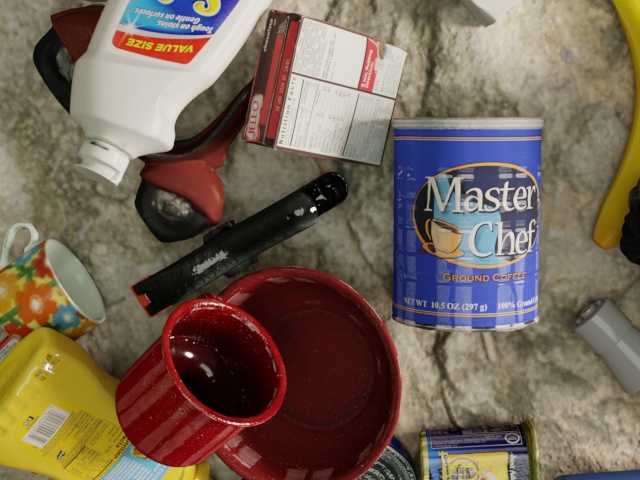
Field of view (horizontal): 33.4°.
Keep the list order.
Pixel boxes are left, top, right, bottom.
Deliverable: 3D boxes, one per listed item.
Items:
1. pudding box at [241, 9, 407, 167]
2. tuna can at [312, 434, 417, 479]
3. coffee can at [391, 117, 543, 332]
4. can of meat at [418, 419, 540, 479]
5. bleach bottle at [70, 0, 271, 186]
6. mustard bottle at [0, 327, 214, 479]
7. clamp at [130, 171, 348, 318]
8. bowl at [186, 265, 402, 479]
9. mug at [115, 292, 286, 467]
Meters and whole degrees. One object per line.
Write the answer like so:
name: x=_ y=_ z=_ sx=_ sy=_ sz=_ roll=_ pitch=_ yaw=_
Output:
pudding box: x=0.004 y=-0.101 z=0.731 sx=0.113 sy=0.039 sz=0.090 roll=7 pitch=100 yaw=-45
tuna can: x=0.031 y=0.183 z=0.796 sx=0.086 sy=0.034 sz=0.086 roll=0 pitch=96 yaw=1
coffee can: x=0.101 y=-0.015 z=0.739 sx=0.103 sy=0.103 sz=0.140 roll=0 pitch=97 yaw=1
can of meat: x=0.117 y=0.187 z=0.784 sx=0.084 sy=0.057 sz=0.102 roll=-4 pitch=95 yaw=3
bleach bottle: x=-0.083 y=-0.148 z=0.691 sx=0.102 sy=0.068 sz=0.250 roll=26 pitch=77 yaw=-9
mustard bottle: x=-0.148 y=0.144 z=0.760 sx=0.191 sy=0.058 sz=0.096 roll=36 pitch=99 yaw=-30
clamp: x=-0.055 y=0.001 z=0.757 sx=0.172 sy=0.120 sz=0.039 roll=-27 pitch=89 yaw=25
bowl: x=-0.012 y=0.096 z=0.763 sx=0.162 sy=0.055 sz=0.162 roll=1 pitch=93 yaw=21
mug: x=-0.084 y=0.089 z=0.714 sx=0.093 sy=0.117 sz=0.082 roll=21 pitch=134 yaw=-29
